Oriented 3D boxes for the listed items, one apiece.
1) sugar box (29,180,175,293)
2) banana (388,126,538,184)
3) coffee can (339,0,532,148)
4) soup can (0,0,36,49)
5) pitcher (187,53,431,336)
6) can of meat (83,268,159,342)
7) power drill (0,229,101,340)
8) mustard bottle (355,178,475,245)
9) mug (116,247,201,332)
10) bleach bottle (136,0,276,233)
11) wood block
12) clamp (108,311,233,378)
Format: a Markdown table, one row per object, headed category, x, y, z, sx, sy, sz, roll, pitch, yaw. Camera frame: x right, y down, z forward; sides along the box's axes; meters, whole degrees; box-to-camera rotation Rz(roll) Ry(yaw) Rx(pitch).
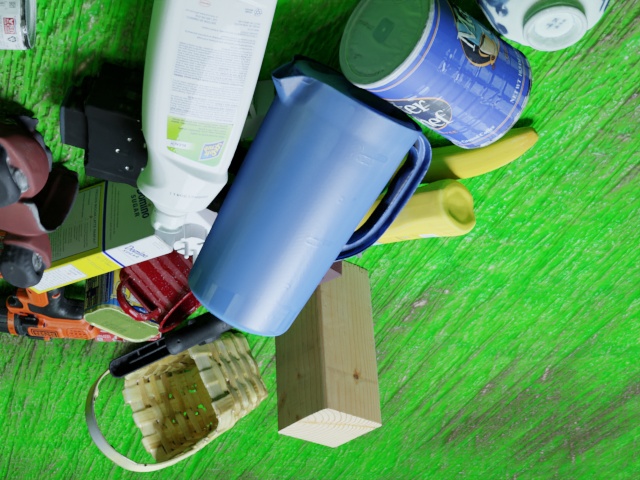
| category | x | y | z | sx | sy | sz | roll | pitch | yaw |
| --- | --- | --- | --- | --- | --- | --- | --- | --- | --- |
| sugar box | -0.238 | -0.011 | 1.138 | 0.176 | 0.093 | 0.048 | -15 | 148 | 19 |
| banana | 0.123 | -0.087 | 1.103 | 0.197 | 0.037 | 0.070 | -2 | 151 | -2 |
| coffee can | 0.101 | -0.153 | 0.927 | 0.140 | 0.103 | 0.103 | 24 | 139 | -38 |
| soup can | -0.286 | -0.189 | 0.862 | 0.102 | 0.068 | 0.068 | 0 | 149 | -7 |
| pitcher | -0.013 | -0.034 | 0.982 | 0.149 | 0.145 | 0.243 | 33 | 105 | 8 |
| can of meat | -0.234 | 0.065 | 1.273 | 0.058 | 0.084 | 0.102 | -24 | 143 | 31 |
| power drill | -0.362 | 0.057 | 1.271 | 0.184 | 0.057 | 0.188 | 4 | 150 | 3 |
| mustard bottle | 0.061 | -0.021 | 1.135 | 0.192 | 0.058 | 0.096 | -10 | 174 | 29 |
| mug | -0.183 | 0.050 | 1.213 | 0.117 | 0.081 | 0.093 | -35 | 167 | -41 |
| bleach bottle | -0.111 | -0.119 | 0.898 | 0.102 | 0.068 | 0.251 | 8 | 120 | -19 |
| wood block | 0.006 | 0.130 | 1.287 | 0.090 | 0.206 | 0.090 | 22 | 140 | -35 |
| clamp | -0.152 | 0.113 | 1.311 | 0.165 | 0.036 | 0.209 | -24 | 179 | 44 |
